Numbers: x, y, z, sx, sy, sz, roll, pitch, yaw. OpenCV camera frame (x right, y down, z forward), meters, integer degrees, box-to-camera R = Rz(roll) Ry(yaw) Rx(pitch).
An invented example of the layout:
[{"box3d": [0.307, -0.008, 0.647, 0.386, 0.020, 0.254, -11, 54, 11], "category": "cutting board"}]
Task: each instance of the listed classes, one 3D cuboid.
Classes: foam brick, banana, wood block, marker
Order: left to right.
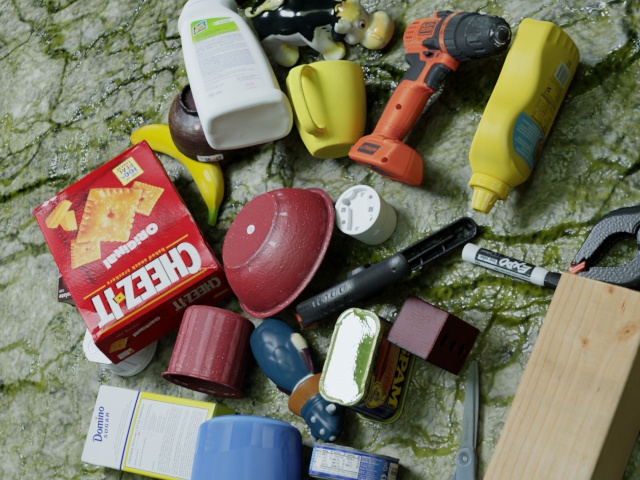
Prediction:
[{"box3d": [-0.171, -0.100, 1.321, 0.070, 0.037, 0.198, -49, 54, 6], "category": "banana"}, {"box3d": [0.111, 0.093, 1.047, 0.051, 0.078, 0.053, 25, 88, 35], "category": "foam brick"}, {"box3d": [0.196, 0.028, 1.054, 0.121, 0.020, 0.020, 20, 83, 36], "category": "marker"}, {"box3d": [0.231, 0.144, 0.944, 0.090, 0.090, 0.206, 17, 82, 35], "category": "wood block"}]

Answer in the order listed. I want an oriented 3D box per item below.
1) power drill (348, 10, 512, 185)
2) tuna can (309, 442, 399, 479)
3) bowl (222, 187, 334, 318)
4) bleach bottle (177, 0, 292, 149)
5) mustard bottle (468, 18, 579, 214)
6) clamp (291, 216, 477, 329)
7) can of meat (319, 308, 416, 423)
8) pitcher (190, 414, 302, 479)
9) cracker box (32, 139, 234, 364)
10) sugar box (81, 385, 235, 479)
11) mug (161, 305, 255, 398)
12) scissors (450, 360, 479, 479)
[{"box3d": [0.113, -0.152, 1.114, 0.187, 0.057, 0.185, -62, 21, -2], "category": "power drill"}, {"box3d": [0.032, 0.221, 1.041, 0.086, 0.086, 0.034, 3, 75, 33], "category": "tuna can"}, {"box3d": [-0.058, 0.001, 1.164, 0.162, 0.055, 0.162, -36, 37, 33], "category": "bowl"}, {"box3d": [-0.107, -0.215, 1.240, 0.102, 0.068, 0.251, -13, 50, -4], "category": "bleach bottle"}, {"box3d": [0.195, -0.116, 1.062, 0.058, 0.096, 0.191, 20, 83, 31], "category": "mustard bottle"}, {"box3d": [0.057, 0.038, 1.094, 0.210, 0.164, 0.036, -31, 86, 42], "category": "clamp"}, {"box3d": [0.048, 0.125, 1.069, 0.058, 0.083, 0.102, 8, 76, 33], "category": "can of meat"}, {"box3d": [-0.070, 0.300, 1.050, 0.149, 0.145, 0.243, 4, 68, -1], "category": "pitcher"}, {"box3d": [-0.221, 0.009, 1.240, 0.164, 0.072, 0.214, -32, 59, -2], "category": "cracker box"}, {"box3d": [-0.184, 0.220, 1.202, 0.177, 0.048, 0.093, 3, 74, 36], "category": "sugar box"}, {"box3d": [-0.124, 0.124, 1.183, 0.117, 0.093, 0.081, -28, 45, 64], "category": "mug"}, {"box3d": [0.124, 0.222, 1.026, 0.096, 0.016, 0.202, -19, 62, 25], "category": "scissors"}]
